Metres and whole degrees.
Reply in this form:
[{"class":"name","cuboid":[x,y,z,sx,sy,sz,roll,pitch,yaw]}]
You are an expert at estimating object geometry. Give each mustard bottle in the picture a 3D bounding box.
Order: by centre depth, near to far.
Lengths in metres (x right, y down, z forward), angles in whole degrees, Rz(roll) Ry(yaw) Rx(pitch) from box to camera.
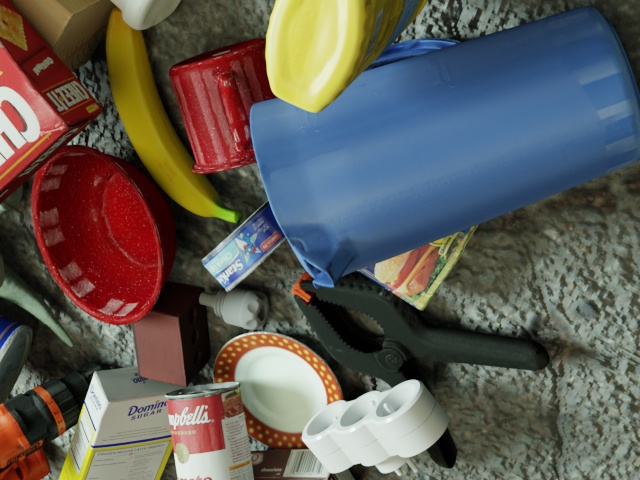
[{"class":"mustard bottle","cuboid":[0.031,-0.156,0.681,0.058,0.191,0.096,24,124,12]}]

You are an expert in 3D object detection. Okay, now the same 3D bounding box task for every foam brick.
[{"class":"foam brick","cuboid":[-0.136,0.084,0.972,0.051,0.053,0.078,9,121,20]}]

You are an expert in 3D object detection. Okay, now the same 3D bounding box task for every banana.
[{"class":"banana","cuboid":[-0.131,-0.096,0.881,0.070,0.037,0.198,-21,105,35]}]

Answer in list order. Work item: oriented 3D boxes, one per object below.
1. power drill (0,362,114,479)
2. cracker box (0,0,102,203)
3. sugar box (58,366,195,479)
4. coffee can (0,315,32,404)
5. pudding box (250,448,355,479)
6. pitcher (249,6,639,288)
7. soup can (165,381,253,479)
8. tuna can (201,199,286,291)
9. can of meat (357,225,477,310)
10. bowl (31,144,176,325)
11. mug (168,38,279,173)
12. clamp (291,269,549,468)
[{"class":"power drill","cuboid":[-0.295,0.199,1.061,0.057,0.184,0.188,54,145,13]},{"class":"cracker box","cuboid":[-0.297,-0.124,0.793,0.164,0.072,0.213,-37,97,22]},{"class":"sugar box","cuboid":[-0.191,0.195,1.033,0.048,0.093,0.176,54,133,39]},{"class":"coffee can","cuboid":[-0.366,0.103,1.032,0.140,0.102,0.103,23,124,0]},{"class":"pudding box","cuboid":[-0.021,0.236,1.000,0.114,0.039,0.090,-6,131,29]},{"class":"pitcher","cuboid":[0.081,-0.074,0.719,0.243,0.145,0.149,-19,92,9]},{"class":"soup can","cuboid":[-0.098,0.182,0.952,0.069,0.068,0.102,-9,89,28]},{"class":"tuna can","cuboid":[-0.056,0.001,0.871,0.034,0.086,0.086,48,125,-4]},{"class":"can of meat","cuboid":[0.069,-0.007,0.828,0.084,0.057,0.102,32,125,3]},{"class":"bowl","cuboid":[-0.177,-0.011,0.924,0.162,0.055,0.162,16,118,34]},{"class":"mug","cuboid":[-0.066,-0.102,0.806,0.093,0.117,0.081,-16,106,1]},{"class":"clamp","cuboid":[0.074,0.086,0.885,0.210,0.036,0.165,40,129,-1]}]
